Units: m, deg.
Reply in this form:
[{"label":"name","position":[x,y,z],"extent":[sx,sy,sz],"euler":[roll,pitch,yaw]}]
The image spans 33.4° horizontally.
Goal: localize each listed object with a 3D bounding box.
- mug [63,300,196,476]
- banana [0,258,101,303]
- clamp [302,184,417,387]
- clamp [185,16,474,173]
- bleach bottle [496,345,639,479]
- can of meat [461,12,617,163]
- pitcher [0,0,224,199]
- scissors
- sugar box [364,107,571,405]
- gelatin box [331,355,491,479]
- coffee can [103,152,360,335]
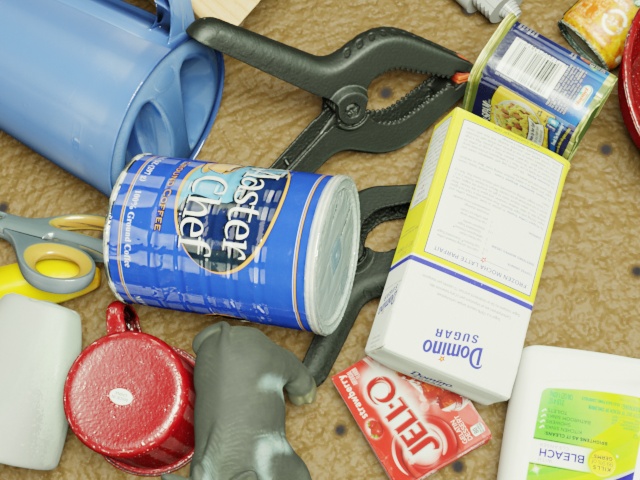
[{"label":"mug","position":[-0.123,0.095,0.712],"extent":[0.093,0.081,0.117],"euler":[-12,73,1]},{"label":"banana","position":[-0.250,0.066,0.759],"extent":[0.197,0.037,0.069],"euler":[-41,102,-5]},{"label":"clamp","position":[0.023,0.024,0.744],"extent":[0.171,0.039,0.120],"euler":[-27,73,1]},{"label":"clamp","position":[0.010,-0.104,0.743],"extent":[0.210,0.164,0.036],"euler":[-22,37,-9]},{"label":"bleach bottle","position":[0.157,0.197,0.670],"extent":[0.102,0.068,0.251],"euler":[8,77,7]},{"label":"can of meat","position":[0.149,-0.099,0.738],"extent":[0.084,0.102,0.057],"euler":[33,78,11]},{"label":"pitcher","position":[-0.197,-0.140,0.761],"extent":[0.243,0.145,0.149],"euler":[28,81,15]},{"label":"scissors","position":[-0.231,-0.001,0.761],"extent":[0.202,0.016,0.096],"euler":[6,33,5]},{"label":"sugar box","position":[0.099,0.010,0.707],"extent":[0.093,0.048,0.176],"euler":[23,72,-10]},{"label":"gelatin box","position":[0.061,0.113,0.718],"extent":[0.073,0.030,0.089],"euler":[-30,73,-4]},{"label":"coffee can","position":[-0.055,0.001,0.693],"extent":[0.140,0.102,0.103],"euler":[8,74,16]}]
